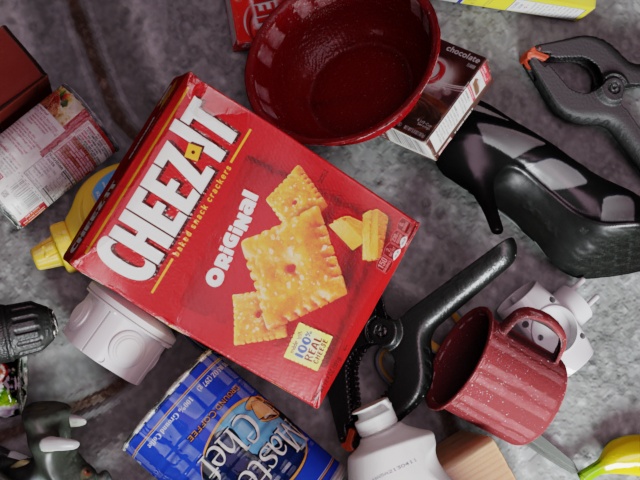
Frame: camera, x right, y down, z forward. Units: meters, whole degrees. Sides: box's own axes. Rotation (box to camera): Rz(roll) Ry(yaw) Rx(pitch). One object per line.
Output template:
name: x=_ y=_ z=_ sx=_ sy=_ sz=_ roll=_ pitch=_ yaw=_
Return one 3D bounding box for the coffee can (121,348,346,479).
coffee can: x=-0.065 y=0.167 z=0.816 sx=0.140 sy=0.103 sz=0.102 roll=41 pitch=79 yaw=3

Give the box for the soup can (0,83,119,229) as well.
soup can: x=-0.219 y=-0.065 z=0.838 sx=0.102 sy=0.068 sz=0.068 roll=-41 pitch=93 yaw=-11

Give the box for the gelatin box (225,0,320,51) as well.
gelatin box: x=-0.043 y=-0.208 z=0.902 sx=0.073 sy=0.030 sz=0.089 roll=-8 pitch=86 yaw=-11

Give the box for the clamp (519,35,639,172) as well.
clamp: x=0.264 y=-0.139 z=0.946 sx=0.171 sy=0.039 sz=0.120 roll=32 pitch=78 yaw=-5

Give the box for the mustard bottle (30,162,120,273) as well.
mustard bottle: x=-0.137 y=-0.021 z=0.851 sx=0.191 sy=0.058 sz=0.096 roll=-23 pitch=71 yaw=-11

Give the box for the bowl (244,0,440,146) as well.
bowl: x=0.023 y=-0.134 z=0.851 sx=0.162 sy=0.055 sz=0.162 roll=-9 pitch=63 yaw=18

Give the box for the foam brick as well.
foam brick: x=-0.247 y=-0.123 z=0.834 sx=0.053 sy=0.078 sz=0.051 roll=-42 pitch=92 yaw=-14

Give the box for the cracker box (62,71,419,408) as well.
cracker box: x=-0.055 y=0.001 z=0.794 sx=0.213 sy=0.072 sz=0.164 roll=33 pitch=83 yaw=-16

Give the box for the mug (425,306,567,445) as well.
mug: x=0.149 y=0.103 z=0.853 sx=0.081 sy=0.093 sz=0.117 roll=30 pitch=112 yaw=-12

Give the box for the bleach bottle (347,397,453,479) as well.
bleach bottle: x=0.095 y=0.231 z=0.776 sx=0.102 sy=0.068 sz=0.251 roll=-24 pitch=86 yaw=-12

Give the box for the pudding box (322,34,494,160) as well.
pudding box: x=0.072 y=-0.127 z=0.884 sx=0.114 sy=0.039 sz=0.090 roll=30 pitch=79 yaw=29

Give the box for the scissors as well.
scissors: x=0.143 y=0.119 z=0.911 sx=0.201 sy=0.016 sz=0.096 roll=22 pitch=81 yaw=-7

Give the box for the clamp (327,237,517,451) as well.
clamp: x=0.065 y=0.071 z=0.863 sx=0.165 sy=0.036 sz=0.210 roll=9 pitch=87 yaw=26
